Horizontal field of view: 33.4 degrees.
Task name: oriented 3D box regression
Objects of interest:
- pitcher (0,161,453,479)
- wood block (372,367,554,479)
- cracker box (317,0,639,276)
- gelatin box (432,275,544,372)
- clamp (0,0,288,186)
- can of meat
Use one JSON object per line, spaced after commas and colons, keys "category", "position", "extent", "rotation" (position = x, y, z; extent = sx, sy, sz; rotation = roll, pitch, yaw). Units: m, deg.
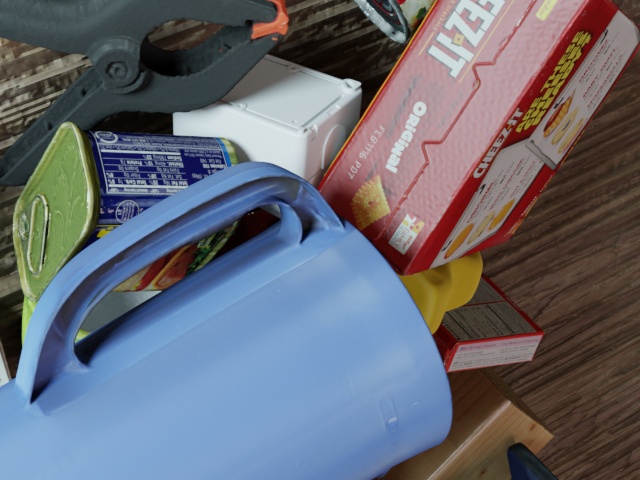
{"category": "pitcher", "position": [-0.074, 0.082, 0.477], "extent": [0.242, 0.149, 0.145], "rotation": [-28, 167, -22]}
{"category": "wood block", "position": [0.067, 0.183, 0.833], "extent": [0.206, 0.091, 0.090], "rotation": [-46, 137, 6]}
{"category": "cracker box", "position": [0.098, -0.074, 0.600], "extent": [0.164, 0.072, 0.213], "rotation": [-58, 163, 17]}
{"category": "gelatin box", "position": [0.105, 0.060, 0.772], "extent": [0.089, 0.073, 0.030], "rotation": [-4, 125, -34]}
{"category": "clamp", "position": [-0.099, -0.081, 0.508], "extent": [0.171, 0.039, 0.120], "rotation": [-5, 140, -2]}
{"category": "can of meat", "position": [-0.096, -0.012, 0.530], "extent": [0.083, 0.057, 0.102], "rotation": [-1, 152, -34]}
